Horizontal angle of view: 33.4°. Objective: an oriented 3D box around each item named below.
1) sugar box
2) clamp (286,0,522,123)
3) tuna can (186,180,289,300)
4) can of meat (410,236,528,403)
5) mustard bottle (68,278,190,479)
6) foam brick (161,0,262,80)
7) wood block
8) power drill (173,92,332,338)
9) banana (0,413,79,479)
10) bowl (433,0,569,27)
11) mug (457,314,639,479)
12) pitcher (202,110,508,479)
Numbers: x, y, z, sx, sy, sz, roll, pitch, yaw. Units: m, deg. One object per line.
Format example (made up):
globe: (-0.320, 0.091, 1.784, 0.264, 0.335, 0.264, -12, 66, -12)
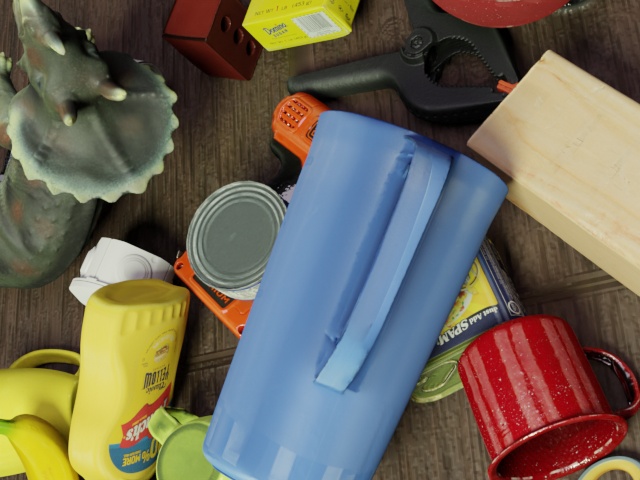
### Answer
sugar box: (0.002, -0.251, 0.914, 0.094, 0.048, 0.176, -3, 63, 38)
clamp: (0.085, -0.159, 0.857, 0.210, 0.036, 0.164, 25, 84, 37)
tuna can: (-0.055, 0.001, 0.799, 0.086, 0.033, 0.086, -9, 68, 22)
can of meat: (0.092, 0.053, 0.754, 0.102, 0.057, 0.084, -30, 57, 15)
mustard bottle: (-0.151, 0.129, 0.821, 0.058, 0.096, 0.192, 16, 104, 22)
foam brick: (-0.091, -0.181, 0.936, 0.051, 0.078, 0.053, 12, 78, 31)
wood block: (0.210, -0.026, 0.703, 0.090, 0.090, 0.206, -49, 56, 1)
power drill: (-0.011, -0.006, 0.836, 0.187, 0.057, 0.185, -50, 56, 0)
banana: (-0.217, 0.211, 0.827, 0.037, 0.069, 0.198, 18, 120, 50)
bowl: (0.138, -0.213, 0.818, 0.162, 0.055, 0.162, -3, 49, 3)
mug: (0.150, 0.099, 0.693, 0.117, 0.093, 0.081, -11, 55, -10)
pitcher: (0.018, 0.047, 0.680, 0.145, 0.149, 0.243, 18, 83, 39)
